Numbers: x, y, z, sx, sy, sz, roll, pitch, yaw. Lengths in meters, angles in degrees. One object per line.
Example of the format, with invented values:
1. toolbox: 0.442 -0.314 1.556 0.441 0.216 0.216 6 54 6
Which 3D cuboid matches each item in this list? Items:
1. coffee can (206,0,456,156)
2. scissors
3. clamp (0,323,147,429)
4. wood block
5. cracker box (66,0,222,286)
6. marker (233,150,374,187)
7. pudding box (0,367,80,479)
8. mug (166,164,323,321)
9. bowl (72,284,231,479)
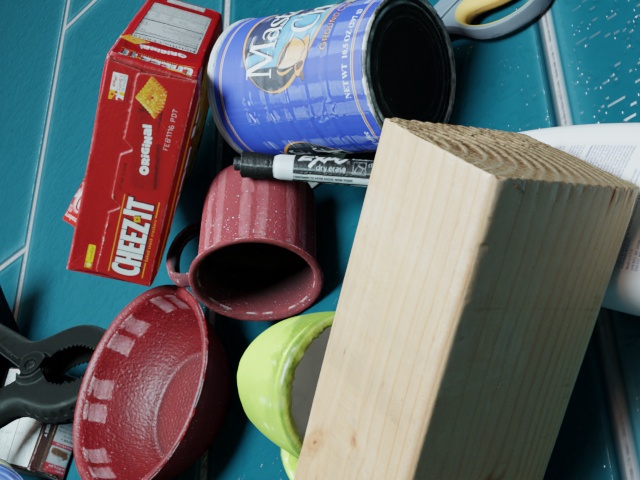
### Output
1. coffee can: 0.007 -0.109 0.732 0.141 0.102 0.103 0 67 40
2. scissors: 0.080 -0.167 0.762 0.202 0.016 0.096 -6 59 44
3. clamp: -0.239 0.108 0.899 0.210 0.036 0.164 -14 42 12
4. wood block: 0.064 0.054 0.521 0.090 0.090 0.206 38 120 53
5. cracker box: -0.129 -0.085 0.828 0.213 0.072 0.164 -91 16 -66
6. marker: 0.001 -0.048 0.723 0.121 0.020 0.020 5 64 7
7. pudding box: -0.255 0.162 0.951 0.114 0.039 0.090 -6 62 51
8. mug: -0.055 0.001 0.760 0.117 0.093 0.081 -15 47 17
9. bowl: -0.116 0.117 0.792 0.162 0.055 0.162 -28 48 37
